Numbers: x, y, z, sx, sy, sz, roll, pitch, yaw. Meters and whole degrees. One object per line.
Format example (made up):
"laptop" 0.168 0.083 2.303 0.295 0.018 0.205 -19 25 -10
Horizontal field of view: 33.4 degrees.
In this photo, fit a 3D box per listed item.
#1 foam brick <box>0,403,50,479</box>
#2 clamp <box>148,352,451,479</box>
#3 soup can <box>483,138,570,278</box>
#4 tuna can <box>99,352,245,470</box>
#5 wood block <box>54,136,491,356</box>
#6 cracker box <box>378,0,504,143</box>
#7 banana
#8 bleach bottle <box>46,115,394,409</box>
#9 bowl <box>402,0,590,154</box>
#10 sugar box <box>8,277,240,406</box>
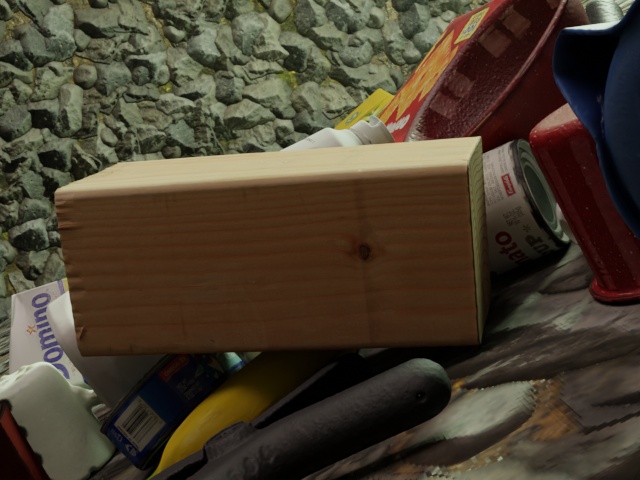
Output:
"foam brick" -0.179 0.139 0.587 0.053 0.078 0.051 -29 7 -11
"clamp" -0.029 0.096 0.473 0.171 0.039 0.120 -27 -3 -6
"soup can" 0.084 -0.008 0.616 0.102 0.068 0.068 -25 9 25
"tuna can" -0.082 0.090 0.608 0.086 0.034 0.086 -45 -7 -7
"wood block" -0.020 0.003 0.556 0.206 0.091 0.090 -3 13 14
"cracker box" 0.084 -0.082 0.825 0.213 0.072 0.164 -51 9 -4
"banana" -0.025 0.075 0.587 0.070 0.037 0.197 -19 13 48
"bleach bottle" -0.055 0.001 0.691 0.250 0.068 0.103 -36 19 -10
"bowl" 0.119 -0.091 0.669 0.162 0.055 0.162 -51 13 17
"sugar box" -0.137 0.061 0.765 0.176 0.093 0.048 -16 -33 10
